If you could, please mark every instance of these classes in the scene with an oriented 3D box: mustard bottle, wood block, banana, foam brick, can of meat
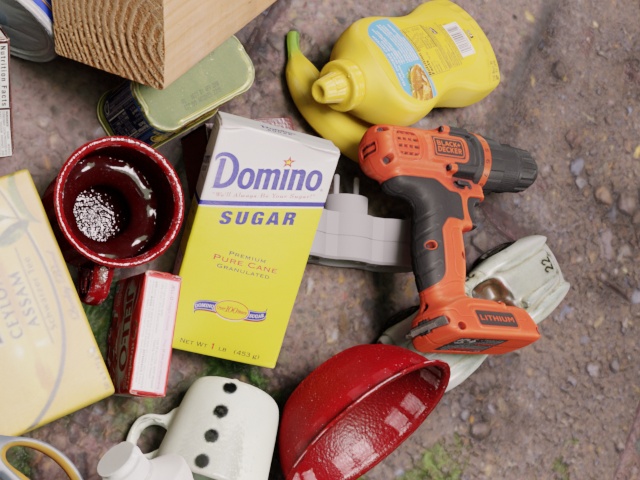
[{"bbox_3d":[0.064,-0.143,0.889,0.191,0.058,0.096,-23,79,-42],"label":"mustard bottle"},{"bbox_3d":[-0.095,-0.202,0.769,0.091,0.090,0.205,20,41,18],"label":"wood block"},{"bbox_3d":[0.040,-0.097,0.910,0.197,0.037,0.069,36,69,-18],"label":"banana"},{"bbox_3d":[-0.063,-0.066,0.846,0.078,0.051,0.053,-7,85,-28],"label":"foam brick"},{"bbox_3d":[-0.109,-0.113,0.811,0.102,0.084,0.057,-34,98,-27],"label":"can of meat"}]

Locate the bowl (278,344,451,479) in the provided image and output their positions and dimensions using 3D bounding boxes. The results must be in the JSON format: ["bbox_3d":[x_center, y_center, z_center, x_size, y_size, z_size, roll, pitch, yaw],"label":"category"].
[{"bbox_3d":[0.023,0.131,0.827,0.161,0.162,0.055,-27,60,-27],"label":"bowl"}]

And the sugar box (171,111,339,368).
[{"bbox_3d":[-0.055,0.001,0.798,0.093,0.048,0.176,13,106,-15],"label":"sugar box"}]

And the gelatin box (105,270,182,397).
[{"bbox_3d":[-0.132,0.069,0.780,0.030,0.073,0.089,11,78,-25],"label":"gelatin box"}]

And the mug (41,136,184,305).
[{"bbox_3d":[-0.157,-0.010,0.774,0.093,0.082,0.117,10,79,-25],"label":"mug"}]

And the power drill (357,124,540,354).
[{"bbox_3d":[0.121,-0.002,0.871,0.184,0.057,0.187,4,66,-33],"label":"power drill"}]

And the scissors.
[{"bbox_3d":[-0.241,0.132,0.671,0.201,0.016,0.096,36,58,-15],"label":"scissors"}]
